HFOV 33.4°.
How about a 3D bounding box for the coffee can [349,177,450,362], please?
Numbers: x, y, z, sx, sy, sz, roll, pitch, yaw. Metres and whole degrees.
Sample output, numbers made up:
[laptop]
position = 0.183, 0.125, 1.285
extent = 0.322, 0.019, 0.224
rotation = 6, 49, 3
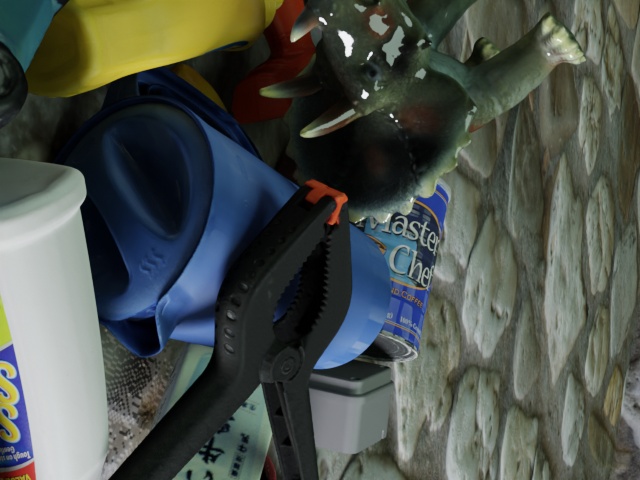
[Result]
[coffee can]
position = 0.042, 0.016, 0.857
extent = 0.102, 0.103, 0.140
rotation = 44, 55, -58

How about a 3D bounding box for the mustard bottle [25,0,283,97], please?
[mustard bottle]
position = -0.089, -0.130, 0.619
extent = 0.191, 0.096, 0.058
rotation = -26, 114, -46

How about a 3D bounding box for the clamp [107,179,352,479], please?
[clamp]
position = -0.026, 0.070, 0.615
extent = 0.164, 0.036, 0.210
rotation = 19, 96, -51

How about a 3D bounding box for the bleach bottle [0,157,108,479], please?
[bleach bottle]
position = -0.152, 0.084, 0.564
extent = 0.068, 0.103, 0.251
rotation = -41, 131, -50

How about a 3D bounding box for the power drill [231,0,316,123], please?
[power drill]
position = -0.049, -0.181, 0.747
extent = 0.184, 0.057, 0.187
rotation = -40, 121, -59

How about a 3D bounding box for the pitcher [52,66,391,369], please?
[pitcher]
position = -0.055, 0.001, 0.689
extent = 0.242, 0.145, 0.149
rotation = 27, 93, -55
